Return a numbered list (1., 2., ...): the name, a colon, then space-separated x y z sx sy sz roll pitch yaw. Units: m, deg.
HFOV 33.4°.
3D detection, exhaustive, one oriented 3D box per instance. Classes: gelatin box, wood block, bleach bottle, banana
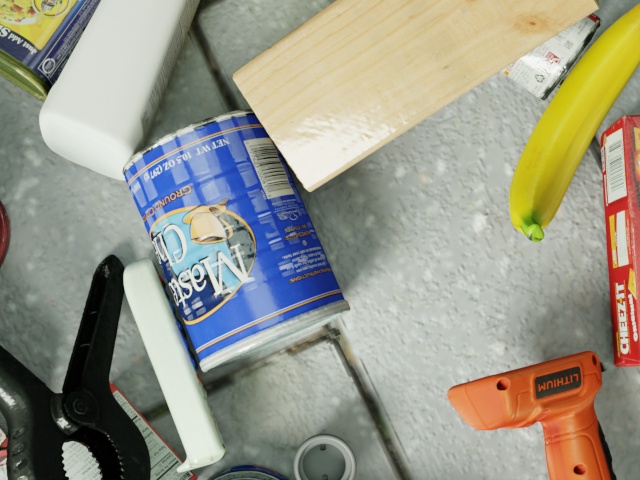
1. gelatin box: -0.136 0.148 0.690 0.089 0.030 0.073 47 53 4
2. wood block: 0.060 -0.128 0.669 0.206 0.090 0.090 -32 95 20
3. bleach bottle: -0.108 -0.171 0.722 0.068 0.103 0.250 23 76 -6
4. banana: 0.174 -0.076 0.721 0.037 0.070 0.197 35 74 -20

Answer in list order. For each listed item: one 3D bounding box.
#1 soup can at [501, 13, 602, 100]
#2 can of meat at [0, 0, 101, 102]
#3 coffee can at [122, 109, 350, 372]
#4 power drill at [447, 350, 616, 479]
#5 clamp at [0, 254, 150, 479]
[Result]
1. soup can: 0.131 -0.152 0.729 0.102 0.068 0.068 36 83 3
2. can of meat: -0.207 -0.158 0.731 0.102 0.057 0.084 32 81 3
3. coffee can: -0.055 0.001 0.688 0.102 0.103 0.140 -23 83 -4
4. power drill: 0.141 0.171 0.658 0.184 0.057 0.188 -9 80 -39
5. clamp: -0.164 0.103 0.642 0.036 0.164 0.210 -33 66 37
